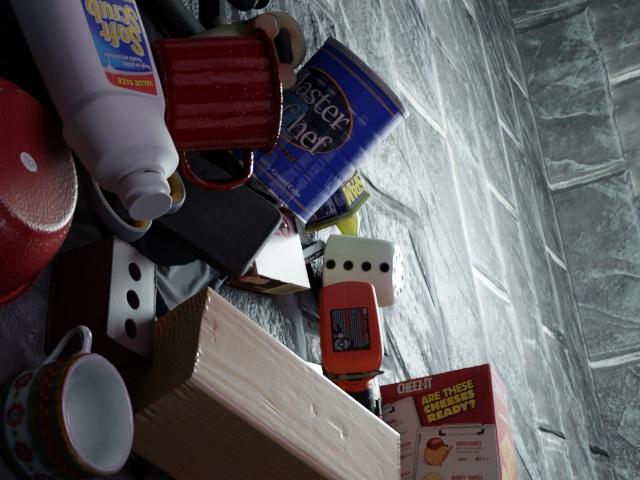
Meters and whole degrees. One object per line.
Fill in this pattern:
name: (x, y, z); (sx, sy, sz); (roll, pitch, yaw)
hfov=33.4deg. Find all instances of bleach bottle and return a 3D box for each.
bleach bottle: (-0.148, -0.117, 0.721); (0.102, 0.068, 0.251); (25, 34, -55)

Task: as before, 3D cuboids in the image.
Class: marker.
marker: (-0.020, 0.018, 1.116); (0.121, 0.020, 0.020); (-26, 99, -69)

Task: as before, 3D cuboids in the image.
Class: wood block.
wood block: (-0.043, 0.139, 0.769); (0.206, 0.091, 0.090); (41, 31, -27)

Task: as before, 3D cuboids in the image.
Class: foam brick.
foam brick: (-0.148, 0.046, 0.726); (0.053, 0.051, 0.078); (44, 36, -52)

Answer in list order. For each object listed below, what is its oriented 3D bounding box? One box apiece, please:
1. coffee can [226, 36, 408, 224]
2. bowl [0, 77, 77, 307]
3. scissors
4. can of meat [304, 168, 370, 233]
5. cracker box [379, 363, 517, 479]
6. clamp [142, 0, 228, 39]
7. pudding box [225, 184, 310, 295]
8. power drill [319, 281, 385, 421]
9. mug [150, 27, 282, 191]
coffee can: (-0.003, -0.100, 0.977); (0.103, 0.140, 0.103); (44, 2, -2)
bowl: (-0.199, -0.042, 0.656); (0.162, 0.055, 0.162); (49, 32, -47)
scissors: (-0.158, -0.090, 0.768); (0.096, 0.016, 0.202); (-4, 65, -53)
can of meat: (0.003, -0.065, 1.085); (0.084, 0.057, 0.102); (67, 21, -10)
cracker box: (0.115, 0.248, 1.088); (0.072, 0.164, 0.213); (52, 30, -48)
clamp: (-0.110, -0.182, 1.008); (0.164, 0.036, 0.210); (-30, 104, -62)
pudding box: (-0.057, 0.001, 1.007); (0.113, 0.039, 0.090); (23, 53, -65)
power drill: (0.034, 0.128, 1.047); (0.184, 0.057, 0.187); (-96, 179, -45)
mug: (-0.079, -0.094, 0.776); (0.093, 0.081, 0.117); (-166, -109, -70)
